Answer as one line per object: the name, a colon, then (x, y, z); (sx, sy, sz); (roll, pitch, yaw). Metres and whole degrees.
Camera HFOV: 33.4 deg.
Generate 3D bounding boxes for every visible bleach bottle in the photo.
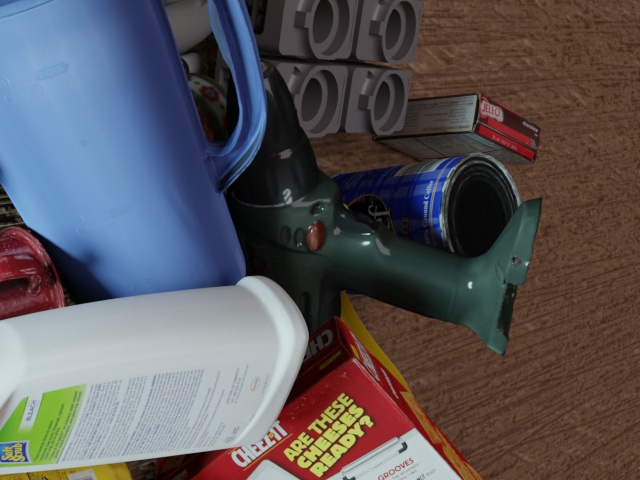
bleach bottle: (-0.131, 0.073, 0.557); (0.250, 0.068, 0.103); (0, 123, -39)

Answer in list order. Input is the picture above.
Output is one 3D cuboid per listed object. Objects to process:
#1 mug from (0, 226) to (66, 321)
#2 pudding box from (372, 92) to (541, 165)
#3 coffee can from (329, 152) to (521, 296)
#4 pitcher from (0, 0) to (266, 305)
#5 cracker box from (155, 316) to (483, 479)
mug: (-0.192, 0.040, 0.584); (0.081, 0.117, 0.093); (-14, 75, -40)
pudding box: (0.115, -0.092, 0.906); (0.089, 0.114, 0.039); (20, 76, -43)
coffee can: (0.072, -0.010, 0.834); (0.102, 0.141, 0.103); (6, 82, -45)
pitcher: (-0.117, -0.057, 0.617); (0.144, 0.149, 0.243); (-43, 133, -30)
cracker box: (0.015, 0.181, 0.739); (0.164, 0.072, 0.213); (-38, 114, 6)
